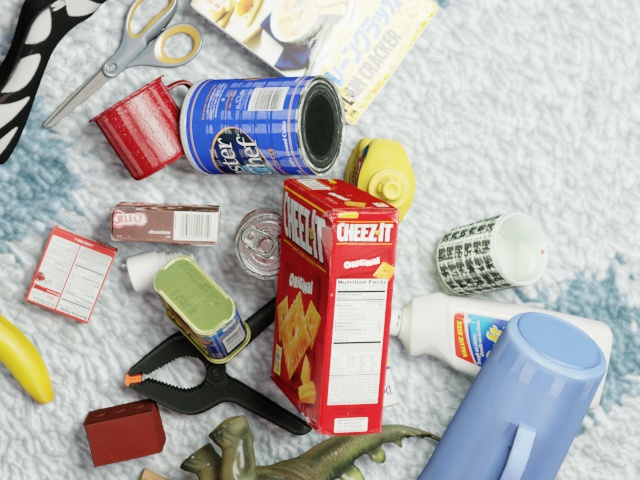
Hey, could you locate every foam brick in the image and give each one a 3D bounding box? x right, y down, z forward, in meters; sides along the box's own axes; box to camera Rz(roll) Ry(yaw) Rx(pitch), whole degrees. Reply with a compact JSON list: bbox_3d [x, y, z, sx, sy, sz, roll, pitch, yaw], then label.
[{"bbox_3d":[-0.215,0.211,1.177,0.078,0.053,0.051,-12,97,-3],"label":"foam brick"}]

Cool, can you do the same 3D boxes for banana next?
[{"bbox_3d":[-0.369,0.106,1.166,0.197,0.037,0.070,29,111,-5],"label":"banana"}]

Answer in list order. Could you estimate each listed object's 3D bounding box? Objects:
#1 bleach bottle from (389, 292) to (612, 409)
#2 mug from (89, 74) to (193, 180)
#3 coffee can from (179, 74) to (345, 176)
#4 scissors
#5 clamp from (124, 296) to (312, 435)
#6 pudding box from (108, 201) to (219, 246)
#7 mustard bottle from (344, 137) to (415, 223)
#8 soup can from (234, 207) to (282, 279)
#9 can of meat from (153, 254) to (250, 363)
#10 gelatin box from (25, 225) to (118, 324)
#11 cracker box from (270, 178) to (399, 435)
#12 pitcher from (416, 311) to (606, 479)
[{"bbox_3d":[0.190,0.118,1.193,0.251,0.068,0.102,10,98,-2],"label":"bleach bottle"},{"bbox_3d":[-0.174,-0.123,1.131,0.117,0.093,0.081,-35,102,-16],"label":"mug"},{"bbox_3d":[-0.059,-0.118,1.100,0.140,0.102,0.103,3,97,28],"label":"coffee can"},{"bbox_3d":[-0.205,-0.181,1.156,0.096,0.016,0.202,34,93,-7],"label":"scissors"},{"bbox_3d":[-0.109,0.153,1.186,0.210,0.036,0.164,-12,93,-5],"label":"clamp"},{"bbox_3d":[-0.164,-0.020,1.138,0.113,0.090,0.039,4,97,-5],"label":"pudding box"},{"bbox_3d":[0.061,-0.057,1.099,0.058,0.191,0.096,7,95,-5],"label":"mustard bottle"},{"bbox_3d":[-0.057,0.001,1.141,0.068,0.102,0.068,0,96,-4],"label":"soup can"},{"bbox_3d":[-0.127,0.072,1.132,0.057,0.084,0.102,-42,69,-13],"label":"can of meat"},{"bbox_3d":[-0.272,0.037,1.167,0.073,0.030,0.089,22,94,-7],"label":"gelatin box"},{"bbox_3d":[0.007,0.058,1.023,0.072,0.164,0.214,-1,103,-18],"label":"cracker box"},{"bbox_3d":[0.199,0.204,1.108,0.144,0.149,0.243,-1,124,-35],"label":"pitcher"}]
